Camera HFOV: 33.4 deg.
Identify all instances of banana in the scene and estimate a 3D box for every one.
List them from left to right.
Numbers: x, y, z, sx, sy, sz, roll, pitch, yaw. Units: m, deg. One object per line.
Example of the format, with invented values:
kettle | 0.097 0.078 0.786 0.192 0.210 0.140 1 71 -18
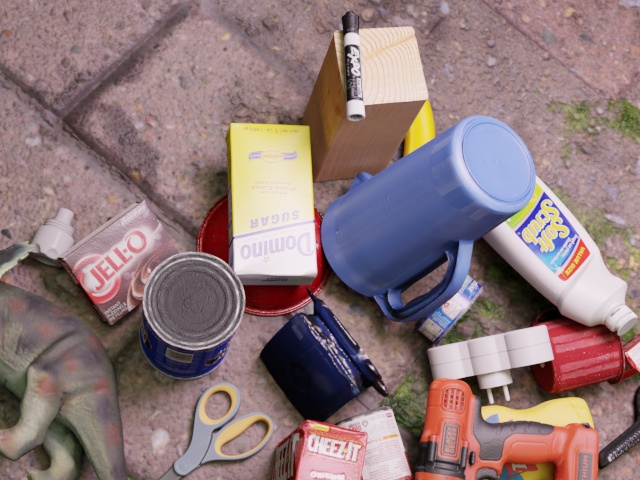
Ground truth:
banana | 0.107 -0.137 1.302 0.069 0.037 0.198 -8 74 -13

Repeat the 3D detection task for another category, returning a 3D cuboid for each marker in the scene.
marker | 0.033 -0.180 1.089 0.020 0.020 0.121 1 71 -10

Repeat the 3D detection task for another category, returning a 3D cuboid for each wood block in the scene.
wood block | 0.044 -0.148 1.203 0.090 0.206 0.090 -5 72 -12

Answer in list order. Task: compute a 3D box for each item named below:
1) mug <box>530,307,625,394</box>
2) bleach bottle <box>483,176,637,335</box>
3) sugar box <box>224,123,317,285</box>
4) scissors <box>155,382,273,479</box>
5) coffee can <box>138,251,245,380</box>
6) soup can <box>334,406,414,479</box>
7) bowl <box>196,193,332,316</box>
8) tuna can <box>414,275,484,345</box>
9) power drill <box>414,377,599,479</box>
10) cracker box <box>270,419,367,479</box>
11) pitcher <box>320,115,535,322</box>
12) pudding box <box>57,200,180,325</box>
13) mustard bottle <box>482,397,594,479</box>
mug | 0.284 0.120 1.225 0.081 0.093 0.117 -13 43 -10
bleach bottle | 0.268 0.008 1.219 0.102 0.068 0.251 -31 57 -17
sugar box | -0.055 -0.040 1.172 0.093 0.048 0.176 0 70 -12
scissors | -0.148 0.221 1.139 0.201 0.016 0.096 -21 74 -17
coffee can | -0.138 0.082 1.122 0.102 0.140 0.103 3 70 -10
soup can | 0.060 0.237 1.145 0.068 0.069 0.102 -13 73 -15
bowl | -0.058 0.001 1.212 0.162 0.055 0.162 4 70 -10
tuna can | 0.145 0.076 1.208 0.034 0.086 0.086 40 69 6
power drill | 0.191 0.246 1.110 0.187 0.057 0.184 11 75 -8
cracker box | -0.022 0.298 1.056 0.072 0.164 0.213 15 69 -8
pitcher | 0.117 -0.026 1.144 0.149 0.243 0.144 43 53 -9
pudding box | -0.216 0.023 1.166 0.113 0.039 0.090 -40 109 -22
mustard bottle | 0.206 0.230 1.180 0.191 0.058 0.096 -4 82 -11
